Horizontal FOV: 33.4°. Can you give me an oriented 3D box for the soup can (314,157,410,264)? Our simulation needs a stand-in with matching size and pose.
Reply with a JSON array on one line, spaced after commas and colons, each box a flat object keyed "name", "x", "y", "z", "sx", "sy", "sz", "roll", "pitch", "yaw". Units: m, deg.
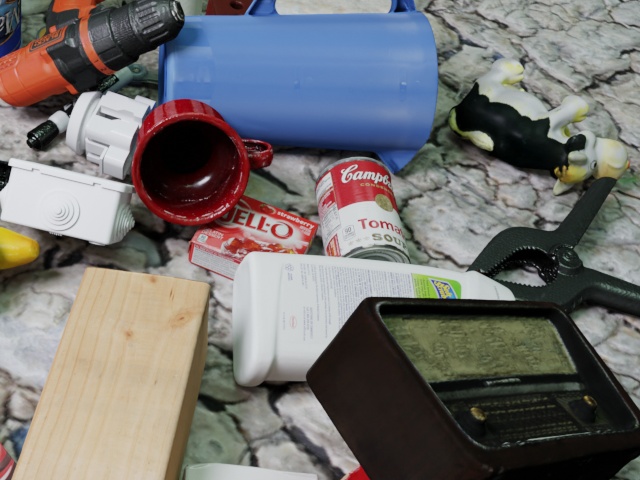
[{"name": "soup can", "x": 0.035, "y": -0.011, "z": 0.898, "sx": 0.068, "sy": 0.069, "sz": 0.102, "roll": 2, "pitch": 48, "yaw": -14}]

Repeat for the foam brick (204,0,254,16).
[{"name": "foam brick", "x": -0.082, "y": -0.198, "z": 1.049, "sx": 0.053, "sy": 0.051, "sz": 0.078, "roll": -2, "pitch": 49, "yaw": -19}]

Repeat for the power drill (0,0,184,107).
[{"name": "power drill", "x": -0.193, "y": -0.207, "z": 0.947, "sx": 0.185, "sy": 0.057, "sz": 0.187, "roll": -17, "pitch": 39, "yaw": 18}]

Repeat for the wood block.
[{"name": "wood block", "x": -0.135, "y": 0.126, "z": 0.701, "sx": 0.090, "sy": 0.091, "sz": 0.206, "roll": 8, "pitch": 46, "yaw": 0}]

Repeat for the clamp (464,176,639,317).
[{"name": "clamp", "x": 0.212, "y": 0.015, "z": 0.943, "sx": 0.209, "sy": 0.036, "sz": 0.164, "roll": -5, "pitch": 54, "yaw": -16}]

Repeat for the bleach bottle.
[{"name": "bleach bottle", "x": 0.060, "y": 0.068, "z": 0.834, "sx": 0.250, "sy": 0.068, "sz": 0.102, "roll": 5, "pitch": 66, "yaw": -18}]

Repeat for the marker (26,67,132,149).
[{"name": "marker", "x": -0.215, "y": -0.118, "z": 0.950, "sx": 0.020, "sy": 0.020, "sz": 0.121, "roll": 34, "pitch": 56, "yaw": 16}]

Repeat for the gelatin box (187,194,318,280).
[{"name": "gelatin box", "x": -0.056, "y": 0.001, "z": 0.887, "sx": 0.089, "sy": 0.030, "sz": 0.073, "roll": 23, "pitch": 46, "yaw": 5}]

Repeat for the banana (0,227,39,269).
[{"name": "banana", "x": -0.309, "y": -0.018, "z": 0.806, "sx": 0.197, "sy": 0.070, "sz": 0.037, "roll": 27, "pitch": 56, "yaw": -7}]

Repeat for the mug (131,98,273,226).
[{"name": "mug", "x": -0.097, "y": -0.070, "z": 0.877, "sx": 0.117, "sy": 0.093, "sz": 0.081, "roll": -7, "pitch": 22, "yaw": -9}]

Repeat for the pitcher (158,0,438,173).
[{"name": "pitcher", "x": -0.023, "y": -0.156, "z": 0.969, "sx": 0.242, "sy": 0.145, "sz": 0.149, "roll": 0, "pitch": 51, "yaw": -12}]
